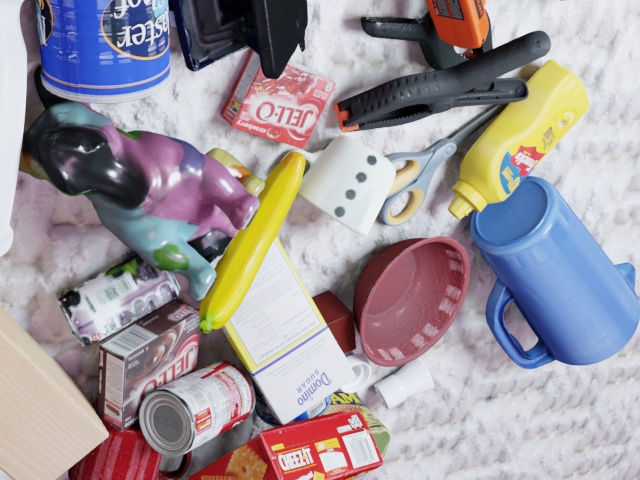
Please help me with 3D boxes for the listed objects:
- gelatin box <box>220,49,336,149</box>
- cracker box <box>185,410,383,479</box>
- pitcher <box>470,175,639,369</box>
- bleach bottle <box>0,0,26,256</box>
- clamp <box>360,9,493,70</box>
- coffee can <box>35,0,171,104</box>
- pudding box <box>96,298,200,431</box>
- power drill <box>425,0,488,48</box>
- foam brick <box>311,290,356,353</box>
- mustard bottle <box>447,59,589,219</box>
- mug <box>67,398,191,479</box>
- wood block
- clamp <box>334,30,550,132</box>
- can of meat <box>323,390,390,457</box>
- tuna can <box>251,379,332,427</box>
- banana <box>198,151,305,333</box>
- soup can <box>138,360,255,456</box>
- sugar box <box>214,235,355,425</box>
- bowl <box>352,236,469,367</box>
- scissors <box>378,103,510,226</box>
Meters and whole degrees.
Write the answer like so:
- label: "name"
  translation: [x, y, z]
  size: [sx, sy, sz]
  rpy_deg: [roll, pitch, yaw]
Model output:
- label: "gelatin box"
  translation: [-0.038, -0.131, 0.992]
  size: [0.089, 0.030, 0.073]
  rpy_deg: [15, 110, -39]
- label: "cracker box"
  translation: [-0.066, 0.256, 1.115]
  size: [0.214, 0.072, 0.163]
  rpy_deg: [-35, 160, 34]
- label: "pitcher"
  translation: [0.265, 0.042, 1.252]
  size: [0.242, 0.145, 0.149]
  rpy_deg: [46, 47, -40]
- label: "bleach bottle"
  translation: [-0.263, -0.114, 0.807]
  size: [0.102, 0.068, 0.251]
  rpy_deg: [20, 111, 4]
- label: "clamp"
  translation: [0.111, -0.208, 1.037]
  size: [0.120, 0.039, 0.171]
  rpy_deg: [-45, 131, -1]
- label: "coffee can"
  translation: [-0.167, -0.189, 0.815]
  size: [0.102, 0.103, 0.140]
  rpy_deg: [-15, 126, -26]
- label: "pudding box"
  translation: [-0.166, 0.119, 1.039]
  size: [0.113, 0.039, 0.090]
  rpy_deg: [-30, 136, -48]
- label: "power drill"
  translation: [0.177, -0.266, 1.007]
  size: [0.187, 0.057, 0.184]
  rpy_deg: [-47, 132, -22]
- label: "foam brick"
  translation: [-0.008, 0.099, 1.150]
  size: [0.078, 0.051, 0.053]
  rpy_deg: [-21, 128, -23]
- label: "mustard bottle"
  translation: [0.207, -0.099, 1.155]
  size: [0.191, 0.058, 0.096]
  rpy_deg: [-48, 151, 0]
- label: "mug"
  translation: [-0.187, 0.209, 1.069]
  size: [0.117, 0.093, 0.081]
  rpy_deg: [14, 108, -11]
- label: "wood block"
  translation: [-0.291, 0.124, 0.948]
  size: [0.090, 0.090, 0.206]
  rpy_deg: [-39, 133, -7]
- label: "clamp"
  translation: [0.119, -0.148, 1.030]
  size: [0.210, 0.036, 0.164]
  rpy_deg: [-13, 170, -5]
- label: "can of meat"
  translation: [0.019, 0.215, 1.224]
  size: [0.101, 0.084, 0.057]
  rpy_deg: [3, 117, -36]
- label: "tuna can"
  translation: [-0.032, 0.160, 1.151]
  size: [0.086, 0.086, 0.034]
  rpy_deg: [-25, 128, -19]
- label: "banana"
  translation: [-0.065, 0.008, 0.999]
  size: [0.037, 0.070, 0.197]
  rpy_deg: [31, 69, -15]
- label: "soup can"
  translation: [-0.119, 0.163, 1.041]
  size: [0.102, 0.069, 0.068]
  rpy_deg: [-19, 133, -57]
- label: "sugar box"
  translation: [-0.047, 0.086, 1.073]
  size: [0.093, 0.048, 0.176]
  rpy_deg: [-31, 107, -12]
- label: "bowl"
  translation: [0.089, 0.057, 1.179]
  size: [0.161, 0.055, 0.162]
  rpy_deg: [-23, 130, -31]
- label: "scissors"
  translation: [0.130, -0.081, 1.151]
  size: [0.201, 0.016, 0.096]
  rpy_deg: [-25, 132, -19]
